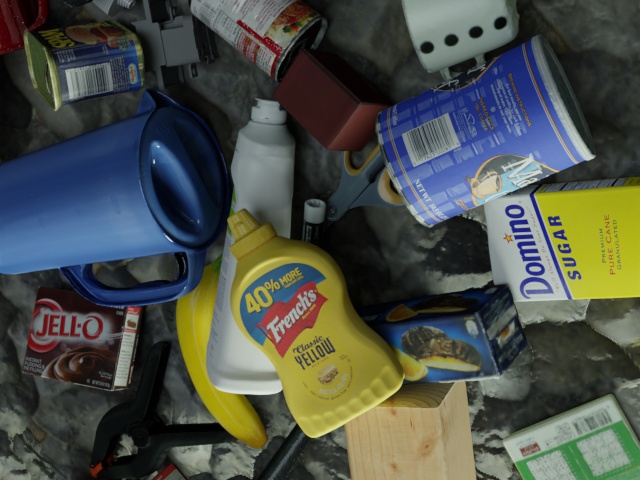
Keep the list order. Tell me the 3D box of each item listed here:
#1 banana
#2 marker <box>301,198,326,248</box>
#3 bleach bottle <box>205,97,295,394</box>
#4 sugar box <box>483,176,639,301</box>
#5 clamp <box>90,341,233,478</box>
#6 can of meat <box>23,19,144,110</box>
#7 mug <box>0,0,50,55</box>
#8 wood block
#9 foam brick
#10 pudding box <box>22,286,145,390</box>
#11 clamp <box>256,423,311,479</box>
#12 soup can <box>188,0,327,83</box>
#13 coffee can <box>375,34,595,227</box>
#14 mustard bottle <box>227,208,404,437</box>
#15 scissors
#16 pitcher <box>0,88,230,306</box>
[{"bbox_3d":[-0.101,0.110,1.032,0.070,0.037,0.198,-6,100,27],"label":"banana"},{"bbox_3d":[-0.010,0.020,0.965,0.020,0.020,0.121,16,120,19],"label":"marker"},{"bbox_3d":[-0.056,0.001,0.943,0.068,0.103,0.251,4,102,-13],"label":"bleach bottle"},{"bbox_3d":[0.224,-0.001,0.855,0.176,0.048,0.093,-5,103,24],"label":"sugar box"},{"bbox_3d":[-0.179,0.182,1.090,0.172,0.039,0.120,-31,85,21],"label":"clamp"},{"bbox_3d":[-0.211,-0.160,0.955,0.102,0.083,0.057,40,139,55],"label":"can of meat"},{"bbox_3d":[-0.297,-0.217,0.997,0.117,0.093,0.081,-7,107,31],"label":"mug"},{"bbox_3d":[0.086,0.226,0.956,0.090,0.090,0.206,-2,104,24],"label":"wood block"},{"bbox_3d":[0.010,-0.118,0.901,0.078,0.052,0.051,46,116,25],"label":"foam brick"},{"bbox_3d":[-0.239,0.099,1.076,0.114,0.039,0.090,8,86,20],"label":"pudding box"},{"bbox_3d":[-0.058,0.286,1.029,0.210,0.036,0.164,-28,95,0],"label":"clamp"},{"bbox_3d":[-0.054,-0.192,0.910,0.102,0.068,0.069,39,116,9],"label":"soup can"},{"bbox_3d":[0.128,-0.083,0.833,0.140,0.102,0.103,-24,94,21],"label":"coffee can"},{"bbox_3d":[-0.018,0.058,0.876,0.096,0.058,0.191,-32,91,13],"label":"mustard bottle"},{"bbox_3d":[0.032,-0.023,0.950,0.096,0.016,0.202,33,116,12],"label":"scissors"},{"bbox_3d":[-0.213,-0.027,0.995,0.243,0.149,0.145,-11,138,30],"label":"pitcher"}]
